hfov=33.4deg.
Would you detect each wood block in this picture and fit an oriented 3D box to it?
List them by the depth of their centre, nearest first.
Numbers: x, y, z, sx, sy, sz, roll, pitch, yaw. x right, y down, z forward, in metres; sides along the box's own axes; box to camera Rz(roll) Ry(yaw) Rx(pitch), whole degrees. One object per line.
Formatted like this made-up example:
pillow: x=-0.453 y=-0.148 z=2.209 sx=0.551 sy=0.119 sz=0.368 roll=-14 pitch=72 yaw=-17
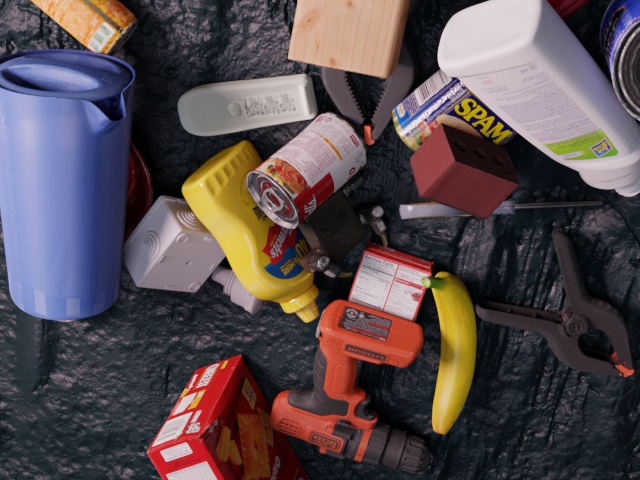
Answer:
wood block: x=0.040 y=-0.253 z=0.917 sx=0.090 sy=0.090 sz=0.206 roll=12 pitch=107 yaw=6

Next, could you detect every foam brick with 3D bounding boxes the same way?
foam brick: x=0.130 y=-0.062 z=0.968 sx=0.078 sy=0.053 sz=0.051 roll=16 pitch=132 yaw=-28

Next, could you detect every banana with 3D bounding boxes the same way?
banana: x=0.132 y=0.106 z=1.100 sx=0.037 sy=0.069 sz=0.198 roll=27 pitch=135 yaw=48

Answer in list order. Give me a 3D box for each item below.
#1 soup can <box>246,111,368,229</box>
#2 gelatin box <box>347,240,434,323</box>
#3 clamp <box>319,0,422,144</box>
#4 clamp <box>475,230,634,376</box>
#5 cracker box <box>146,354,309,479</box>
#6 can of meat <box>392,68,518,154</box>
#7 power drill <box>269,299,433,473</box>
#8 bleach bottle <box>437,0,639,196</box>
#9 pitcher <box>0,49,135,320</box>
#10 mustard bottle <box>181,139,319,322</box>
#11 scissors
soup can: x=-0.012 y=-0.068 z=1.021 sx=0.068 sy=0.102 sz=0.068 roll=38 pitch=155 yaw=21
gelatin box: x=0.070 y=0.052 z=1.106 sx=0.073 sy=0.030 sz=0.089 roll=19 pitch=115 yaw=4
clamp: x=0.055 y=-0.196 z=0.998 sx=0.165 sy=0.036 sz=0.210 roll=-4 pitch=109 yaw=13
clamp: x=0.244 y=0.083 z=1.080 sx=0.120 sy=0.039 sz=0.171 roll=-35 pitch=103 yaw=23
cracker box: x=-0.083 y=0.256 z=1.148 sx=0.072 sy=0.164 sz=0.213 roll=-22 pitch=107 yaw=20
can of meat: x=0.128 y=-0.113 z=0.994 sx=0.084 sy=0.057 sz=0.102 roll=-38 pitch=131 yaw=25
power drill: x=0.048 y=0.161 z=1.123 sx=0.184 sy=0.057 sz=0.188 roll=17 pitch=127 yaw=2
bleach bottle: x=0.214 y=-0.114 z=0.948 sx=0.103 sy=0.068 sz=0.250 roll=-9 pitch=145 yaw=41
pitcher: x=-0.250 y=-0.055 z=1.015 sx=0.145 sy=0.149 sz=0.243 roll=3 pitch=118 yaw=-6
mustard bottle: x=-0.057 y=0.001 z=1.071 sx=0.058 sy=0.096 sz=0.191 roll=-19 pitch=110 yaw=37
scissors: x=0.166 y=-0.033 z=1.049 sx=0.201 sy=0.096 sz=0.016 roll=-3 pitch=92 yaw=-20
